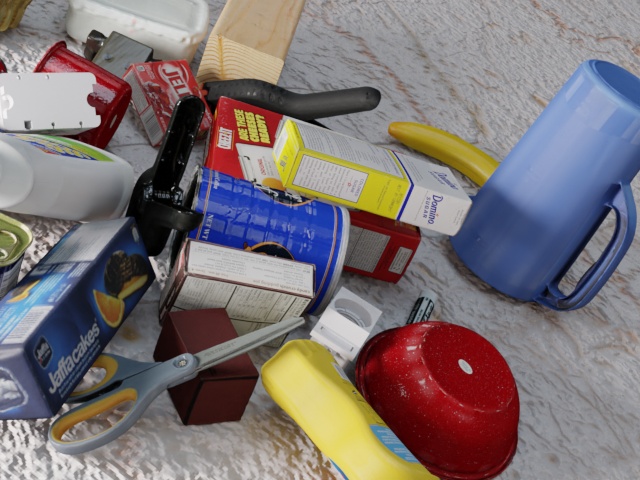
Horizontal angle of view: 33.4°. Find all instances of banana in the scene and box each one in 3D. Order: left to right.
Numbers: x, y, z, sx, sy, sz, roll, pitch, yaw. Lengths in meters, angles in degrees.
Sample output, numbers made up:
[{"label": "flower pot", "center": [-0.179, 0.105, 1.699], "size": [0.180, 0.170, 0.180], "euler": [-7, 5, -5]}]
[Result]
[{"label": "banana", "center": [0.173, -0.093, 1.291], "size": [0.198, 0.037, 0.069], "euler": [39, 34, 21]}]

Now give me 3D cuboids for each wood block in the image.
[{"label": "wood block", "center": [-0.083, -0.233, 1.275], "size": [0.090, 0.091, 0.206], "euler": [20, 34, -5]}]

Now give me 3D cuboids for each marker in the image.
[{"label": "marker", "center": [0.088, 0.083, 1.006], "size": [0.020, 0.020, 0.121], "euler": [28, 33, 5]}]

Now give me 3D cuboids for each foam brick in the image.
[{"label": "foam brick", "center": [-0.092, 0.098, 0.841], "size": [0.052, 0.051, 0.078], "euler": [0, 40, -32]}]

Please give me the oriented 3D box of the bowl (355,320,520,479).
[{"label": "bowl", "center": [0.113, 0.123, 0.912], "size": [0.162, 0.055, 0.162], "euler": [18, 41, -17]}]

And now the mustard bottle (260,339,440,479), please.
[{"label": "mustard bottle", "center": [0.036, 0.161, 0.809], "size": [0.192, 0.058, 0.096], "euler": [47, -1, 29]}]

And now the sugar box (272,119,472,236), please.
[{"label": "sugar box", "center": [0.047, -0.059, 1.008], "size": [0.176, 0.048, 0.093], "euler": [18, 21, -16]}]

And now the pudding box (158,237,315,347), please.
[{"label": "pudding box", "center": [-0.070, 0.046, 0.889], "size": [0.113, 0.090, 0.039], "euler": [11, 53, -18]}]

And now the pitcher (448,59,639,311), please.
[{"label": "pitcher", "center": [0.255, -0.055, 1.102], "size": [0.149, 0.243, 0.145], "euler": [28, 31, -7]}]

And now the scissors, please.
[{"label": "scissors", "center": [-0.118, 0.089, 0.797], "size": [0.201, 0.016, 0.096], "euler": [-32, 44, -22]}]

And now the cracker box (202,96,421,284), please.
[{"label": "cracker box", "center": [-0.013, -0.051, 1.082], "size": [0.213, 0.072, 0.164], "euler": [15, 34, -12]}]

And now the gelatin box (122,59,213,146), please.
[{"label": "gelatin box", "center": [-0.159, -0.147, 1.132], "size": [0.073, 0.030, 0.089], "euler": [-14, 74, -44]}]

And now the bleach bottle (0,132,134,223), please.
[{"label": "bleach bottle", "center": [-0.225, -0.050, 0.846], "size": [0.102, 0.068, 0.251], "euler": [21, 3, 2]}]

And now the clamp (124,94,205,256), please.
[{"label": "clamp", "center": [-0.134, -0.046, 0.907], "size": [0.039, 0.172, 0.120], "euler": [17, 67, -24]}]

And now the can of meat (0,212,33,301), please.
[{"label": "can of meat", "center": [-0.277, 0.017, 0.806], "size": [0.102, 0.084, 0.057], "euler": [24, 33, 0]}]

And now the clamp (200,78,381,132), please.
[{"label": "clamp", "center": [-0.031, -0.140, 1.152], "size": [0.210, 0.165, 0.036], "euler": [16, 67, -1]}]

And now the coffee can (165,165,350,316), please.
[{"label": "coffee can", "center": [-0.056, 0.001, 0.952], "size": [0.140, 0.103, 0.103], "euler": [16, 34, -13]}]

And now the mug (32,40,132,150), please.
[{"label": "mug", "center": [-0.241, -0.127, 1.034], "size": [0.081, 0.093, 0.117], "euler": [28, 49, -3]}]
